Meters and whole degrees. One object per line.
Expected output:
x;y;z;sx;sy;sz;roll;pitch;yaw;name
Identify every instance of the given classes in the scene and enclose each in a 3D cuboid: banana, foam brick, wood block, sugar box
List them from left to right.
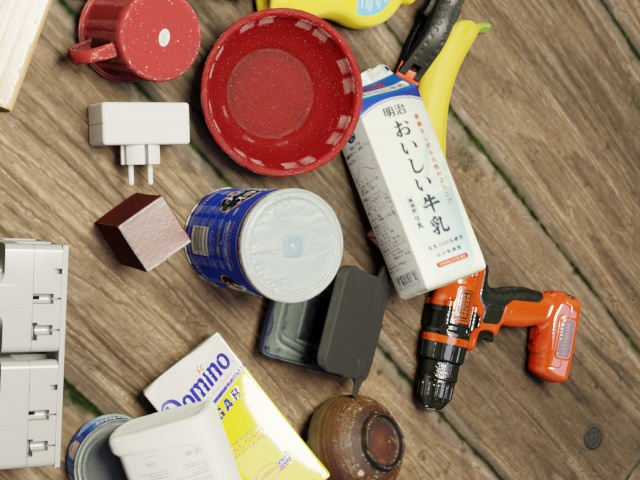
-0.271;-0.220;0.897;0.090;0.090;0.206;21;87;-22;wood block
-0.165;-0.008;0.985;0.053;0.078;0.051;-37;110;-19;foam brick
-0.081;0.184;1.022;0.093;0.048;0.176;-39;92;-11;sugar box
0.135;-0.161;1.158;0.069;0.037;0.198;24;82;-27;banana

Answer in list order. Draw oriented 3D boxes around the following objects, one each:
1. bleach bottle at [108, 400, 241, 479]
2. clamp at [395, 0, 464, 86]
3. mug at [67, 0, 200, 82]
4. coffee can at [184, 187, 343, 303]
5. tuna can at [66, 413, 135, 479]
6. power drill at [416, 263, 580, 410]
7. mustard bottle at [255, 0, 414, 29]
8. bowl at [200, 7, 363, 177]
-0.106;0.278;0.971;0.102;0.068;0.251;-16;96;8;bleach bottle
0.128;-0.247;1.129;0.039;0.120;0.171;30;101;-8;clamp
-0.170;-0.182;0.959;0.117;0.082;0.093;-23;113;-28;mug
-0.057;0.001;1.007;0.102;0.141;0.103;-2;94;-28;coffee can
-0.195;0.208;1.007;0.086;0.034;0.086;-2;94;-28;tuna can
0.198;0.109;1.197;0.187;0.057;0.184;14;87;-28;power drill
0.028;-0.265;1.082;0.191;0.058;0.096;-2;91;-28;mustard bottle
-0.043;-0.144;1.045;0.162;0.055;0.162;-2;97;-17;bowl
